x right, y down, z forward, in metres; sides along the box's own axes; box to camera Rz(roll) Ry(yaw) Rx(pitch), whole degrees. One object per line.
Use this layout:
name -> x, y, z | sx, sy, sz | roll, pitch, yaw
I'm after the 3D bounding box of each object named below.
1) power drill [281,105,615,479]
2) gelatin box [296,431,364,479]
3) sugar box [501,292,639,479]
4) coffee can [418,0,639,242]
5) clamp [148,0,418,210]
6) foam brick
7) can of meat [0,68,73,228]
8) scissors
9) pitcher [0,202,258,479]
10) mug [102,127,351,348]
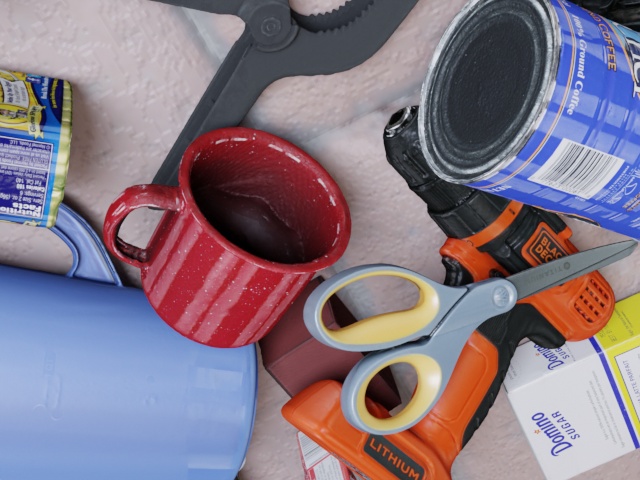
power drill -> 0.063, 0.044, 0.593 | 0.184, 0.057, 0.187 | 42, 78, -21
gelatin box -> 0.020, 0.164, 0.672 | 0.030, 0.089, 0.073 | -33, 119, 8
sugar box -> 0.208, 0.082, 0.686 | 0.176, 0.048, 0.093 | -23, 120, 8
coffee can -> 0.136, -0.061, 0.547 | 0.140, 0.103, 0.103 | 14, 116, -29
clamp -> -0.030, -0.106, 0.545 | 0.210, 0.036, 0.164 | -18, 129, -3
foam brick -> 0.004, 0.073, 0.640 | 0.051, 0.053, 0.078 | -33, 118, 9
can of meat -> -0.165, -0.049, 0.517 | 0.083, 0.102, 0.057 | 8, 116, -16
scissors -> 0.086, 0.049, 0.564 | 0.201, 0.016, 0.096 | -1, 94, -23
pitcher -> -0.160, 0.064, 0.574 | 0.242, 0.145, 0.149 | 8, 129, -18
mug -> -0.054, 0.001, 0.547 | 0.117, 0.093, 0.082 | 9, 138, -27
